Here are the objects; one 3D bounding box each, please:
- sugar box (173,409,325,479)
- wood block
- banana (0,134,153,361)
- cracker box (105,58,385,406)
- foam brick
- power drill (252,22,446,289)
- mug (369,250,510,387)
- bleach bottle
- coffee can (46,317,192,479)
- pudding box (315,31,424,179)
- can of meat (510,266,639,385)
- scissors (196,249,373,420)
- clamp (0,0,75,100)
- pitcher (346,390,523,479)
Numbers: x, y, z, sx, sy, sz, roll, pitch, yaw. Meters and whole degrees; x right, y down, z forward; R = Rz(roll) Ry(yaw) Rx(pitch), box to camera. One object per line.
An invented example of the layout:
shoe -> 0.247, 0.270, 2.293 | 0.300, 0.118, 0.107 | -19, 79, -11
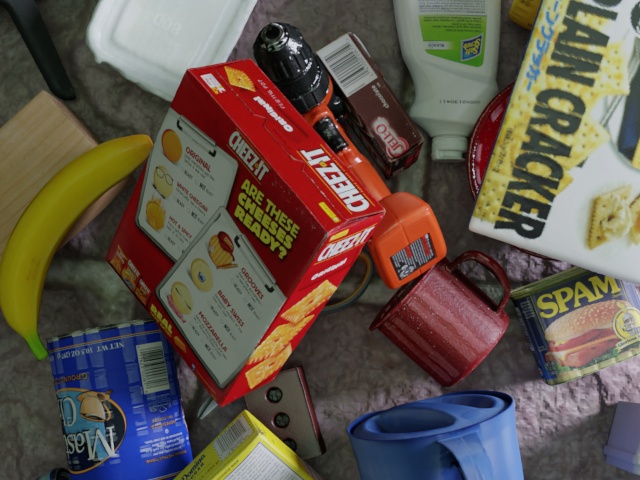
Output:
sugar box -> -0.031, 0.225, 0.860 | 0.093, 0.048, 0.176 | -44, 119, -1
wood block -> -0.270, -0.019, 0.910 | 0.206, 0.091, 0.090 | -43, 85, -1
banana -> -0.205, -0.007, 0.846 | 0.069, 0.037, 0.198 | 27, 93, -12
cracker box -> -0.064, -0.003, 0.804 | 0.164, 0.071, 0.214 | 49, 134, 19
foam brick -> -0.031, 0.150, 0.902 | 0.053, 0.051, 0.078 | -17, 85, 2
power drill -> 0.021, -0.065, 0.826 | 0.057, 0.184, 0.188 | -33, 62, 1
mug -> 0.108, 0.058, 0.878 | 0.081, 0.093, 0.117 | 42, 115, 1
bleach bottle -> 0.103, -0.193, 0.916 | 0.102, 0.068, 0.251 | 1, 88, 4
coffee can -> -0.165, 0.141, 0.885 | 0.103, 0.103, 0.140 | -11, 85, 2
pudding box -> 0.041, -0.111, 0.898 | 0.039, 0.090, 0.113 | -31, 84, -2
can of meat -> 0.219, 0.065, 0.892 | 0.102, 0.057, 0.084 | -21, 87, 1
scissors -> -0.046, 0.057, 0.901 | 0.201, 0.016, 0.096 | -33, 74, -17
clamp -> -0.262, -0.226, 0.911 | 0.209, 0.036, 0.164 | 21, 90, -28
pitcher -> 0.110, 0.248, 0.833 | 0.145, 0.149, 0.243 | -10, 93, 33
